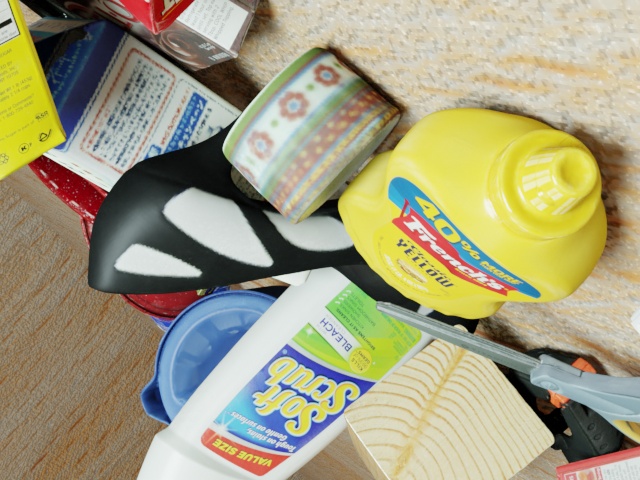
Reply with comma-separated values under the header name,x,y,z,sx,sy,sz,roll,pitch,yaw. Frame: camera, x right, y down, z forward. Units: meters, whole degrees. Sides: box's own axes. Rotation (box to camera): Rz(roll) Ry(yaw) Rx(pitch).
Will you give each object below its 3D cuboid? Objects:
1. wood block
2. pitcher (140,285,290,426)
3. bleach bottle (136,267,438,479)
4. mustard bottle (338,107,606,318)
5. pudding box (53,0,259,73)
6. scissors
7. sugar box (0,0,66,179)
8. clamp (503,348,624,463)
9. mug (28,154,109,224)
name,x,y,z,sx,sy,sz,roll,pitch,yaw
wood block,0.078,0.135,0.705,0.090,0.090,0.206,52,173,15
pitcher,-0.040,0.097,0.910,0.149,0.145,0.242,27,-176,4
bleach bottle,-0.028,0.113,0.713,0.102,0.250,0.068,46,167,-16
mustard bottle,0.070,-0.012,0.463,0.096,0.058,0.192,42,166,-3
pudding box,-0.090,-0.126,0.554,0.090,0.039,0.114,27,172,-21
scissors,0.128,0.065,0.523,0.201,0.016,0.096,27,158,-3
sugar box,-0.170,-0.118,0.454,0.093,0.048,0.176,36,153,36
clamp,0.156,0.117,0.659,0.120,0.039,0.171,39,170,13
mug,-0.141,-0.068,0.693,0.117,0.081,0.093,44,160,-19
